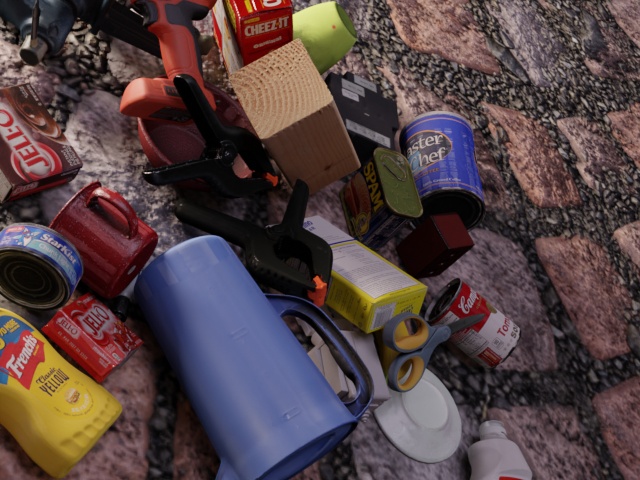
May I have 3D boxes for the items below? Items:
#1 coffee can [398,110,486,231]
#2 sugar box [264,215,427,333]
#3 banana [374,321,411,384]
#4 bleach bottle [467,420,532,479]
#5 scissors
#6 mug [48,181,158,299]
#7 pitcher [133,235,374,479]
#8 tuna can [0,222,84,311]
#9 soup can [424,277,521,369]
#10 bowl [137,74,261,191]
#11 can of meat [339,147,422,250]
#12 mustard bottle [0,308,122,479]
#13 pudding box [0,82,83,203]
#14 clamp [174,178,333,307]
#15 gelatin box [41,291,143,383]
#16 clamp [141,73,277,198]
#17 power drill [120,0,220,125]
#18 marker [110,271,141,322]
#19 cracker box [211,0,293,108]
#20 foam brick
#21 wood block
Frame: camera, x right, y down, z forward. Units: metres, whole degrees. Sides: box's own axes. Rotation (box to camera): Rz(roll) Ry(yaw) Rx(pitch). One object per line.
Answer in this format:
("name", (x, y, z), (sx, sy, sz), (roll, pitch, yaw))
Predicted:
("coffee can", (0.161, -0.088, 1.429), (0.102, 0.103, 0.140), (20, 46, -26))
("sugar box", (0.023, 0.035, 1.199), (0.176, 0.048, 0.093), (32, 30, 35))
("banana", (0.065, 0.089, 1.241), (0.069, 0.037, 0.198), (21, 39, -42))
("bleach bottle", (0.192, 0.306, 1.157), (0.102, 0.068, 0.251), (24, 42, -24))
("scissors", (0.129, 0.124, 1.205), (0.201, 0.016, 0.096), (10, 89, -52))
("mug", (-0.207, -0.004, 1.028), (0.081, 0.117, 0.093), (37, 44, 3))
("pitcher", (-0.071, 0.114, 1.043), (0.243, 0.145, 0.149), (56, 25, 17))
("tuna can", (-0.265, 0.026, 0.987), (0.086, 0.086, 0.033), (32, 43, -15))
("soup can", (0.188, 0.104, 1.318), (0.102, 0.069, 0.068), (39, 41, -8))
("bowl", (-0.148, -0.112, 1.224), (0.162, 0.055, 0.162), (22, 45, -25))
("can of meat", (0.074, -0.050, 1.337), (0.057, 0.084, 0.102), (11, 51, -33))
("mustard bottle", (-0.269, 0.114, 0.931), (0.191, 0.058, 0.096), (42, 31, -2))
("pudding box", (-0.311, -0.101, 1.091), (0.089, 0.039, 0.113), (-26, 75, -48))
("clamp", (-0.058, 0.001, 1.149), (0.164, 0.036, 0.210), (-8, 38, -21))
("gelatin box", (-0.210, 0.089, 0.995), (0.073, 0.030, 0.089), (44, 10, -1))
("clamp", (-0.111, -0.103, 1.142), (0.171, 0.039, 0.120), (14, 92, -48))
("power drill", (-0.183, -0.226, 1.155), (0.184, 0.057, 0.187), (6, 73, -41))
("marker", (-0.194, 0.037, 1.089), (0.020, 0.020, 0.121), (29, 43, -19))
("cracker box", (-0.083, -0.265, 1.289), (0.072, 0.214, 0.164), (-16, 64, -10))
("foam brick", (0.145, 0.007, 1.355), (0.052, 0.078, 0.051), (-9, 64, -41))
("wood block", (-0.025, -0.134, 1.232), (0.090, 0.091, 0.206), (62, 1, 19))
